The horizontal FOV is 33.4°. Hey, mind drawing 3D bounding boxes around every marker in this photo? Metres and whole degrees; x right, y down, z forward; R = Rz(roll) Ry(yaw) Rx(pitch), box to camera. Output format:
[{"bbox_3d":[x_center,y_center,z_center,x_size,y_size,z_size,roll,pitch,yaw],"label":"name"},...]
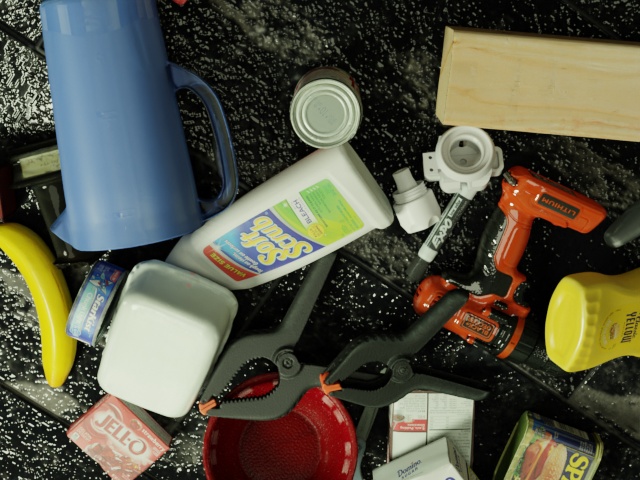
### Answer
[{"bbox_3d":[0.124,-0.008,1.096,0.020,0.020,0.121,29,103,-6],"label":"marker"}]

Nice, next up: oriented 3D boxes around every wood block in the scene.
[{"bbox_3d":[0.221,-0.150,1.019,0.206,0.091,0.090,5,104,1],"label":"wood block"}]

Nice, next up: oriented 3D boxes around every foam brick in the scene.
[{"bbox_3d":[-0.355,-0.047,1.083,0.078,0.053,0.051,-5,105,2],"label":"foam brick"}]

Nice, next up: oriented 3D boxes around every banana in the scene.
[{"bbox_3d":[-0.293,0.060,1.121,0.070,0.037,0.198,-15,103,32],"label":"banana"}]

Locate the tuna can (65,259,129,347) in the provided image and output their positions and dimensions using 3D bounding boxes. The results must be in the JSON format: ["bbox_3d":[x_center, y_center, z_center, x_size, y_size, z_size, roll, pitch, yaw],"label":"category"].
[{"bbox_3d":[-0.228,0.064,1.091,0.033,0.086,0.086,23,104,-3],"label":"tuna can"}]

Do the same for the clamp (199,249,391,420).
[{"bbox_3d":[-0.025,0.130,1.096,0.210,0.036,0.164,-35,90,-5],"label":"clamp"}]

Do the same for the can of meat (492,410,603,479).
[{"bbox_3d":[0.240,0.241,1.140,0.084,0.057,0.102,21,104,-1],"label":"can of meat"}]

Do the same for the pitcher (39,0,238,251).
[{"bbox_3d":[-0.184,-0.118,1.025,0.145,0.148,0.243,3,106,44],"label":"pitcher"}]

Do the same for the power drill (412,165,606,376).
[{"bbox_3d":[0.212,0.033,1.085,0.184,0.057,0.188,25,103,-8],"label":"power drill"}]

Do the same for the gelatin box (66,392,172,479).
[{"bbox_3d":[-0.218,0.213,1.159,0.073,0.030,0.089,-41,100,11],"label":"gelatin box"}]

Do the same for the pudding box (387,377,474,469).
[{"bbox_3d":[0.118,0.204,1.143,0.090,0.039,0.113,0,107,-1],"label":"pudding box"}]

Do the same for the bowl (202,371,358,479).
[{"bbox_3d":[-0.042,0.221,1.126,0.162,0.055,0.162,0,80,-3],"label":"bowl"}]

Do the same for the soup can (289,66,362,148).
[{"bbox_3d":[0.006,-0.129,1.025,0.068,0.102,0.068,0,105,1],"label":"soup can"}]

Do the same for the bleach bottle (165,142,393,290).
[{"bbox_3d":[-0.057,0.001,1.083,0.251,0.068,0.102,-32,111,13],"label":"bleach bottle"}]

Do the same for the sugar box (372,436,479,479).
[{"bbox_3d":[0.139,0.294,1.134,0.093,0.048,0.176,-29,120,18],"label":"sugar box"}]

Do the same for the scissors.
[{"bbox_3d":[0.019,0.229,1.163,0.096,0.016,0.202,4,105,1],"label":"scissors"}]

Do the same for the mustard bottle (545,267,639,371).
[{"bbox_3d":[0.319,0.072,1.068,0.191,0.058,0.096,-6,114,-25],"label":"mustard bottle"}]

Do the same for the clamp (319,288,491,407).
[{"bbox_3d":[0.088,0.130,1.069,0.171,0.039,0.120,-23,100,5],"label":"clamp"}]
